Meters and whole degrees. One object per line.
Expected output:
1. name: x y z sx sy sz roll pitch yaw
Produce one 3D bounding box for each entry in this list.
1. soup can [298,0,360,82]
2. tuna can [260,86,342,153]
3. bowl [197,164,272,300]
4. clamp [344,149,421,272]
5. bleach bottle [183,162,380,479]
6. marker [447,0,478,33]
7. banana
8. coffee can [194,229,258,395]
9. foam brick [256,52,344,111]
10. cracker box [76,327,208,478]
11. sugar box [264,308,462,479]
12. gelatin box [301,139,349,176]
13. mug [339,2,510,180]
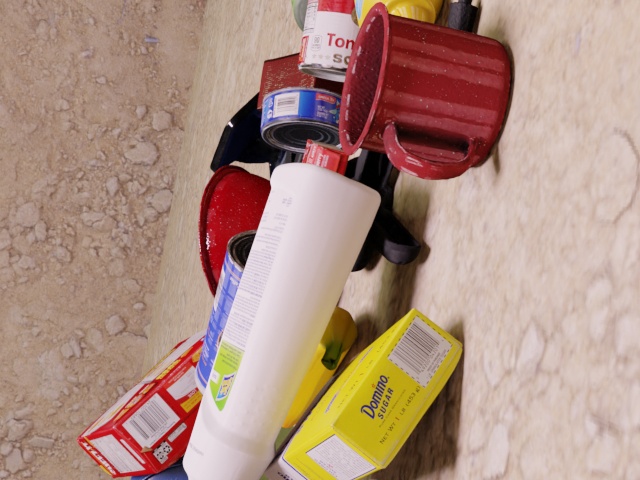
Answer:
1. soup can: 0.020 -0.197 0.950 0.068 0.068 0.102 -165 85 -77
2. tuna can: -0.012 -0.109 0.986 0.086 0.086 0.034 136 141 -69
3. bowl: -0.057 0.001 1.061 0.162 0.055 0.162 25 -118 -61
4. clamp: 0.038 -0.042 0.825 0.210 0.036 0.164 137 141 -70
5. bleach bottle: -0.039 0.073 0.738 0.251 0.068 0.103 -69 16 -4
6. marker: 0.085 -0.101 0.706 0.020 0.020 0.121 -154 74 -77
7. banana: -0.004 0.097 0.864 0.069 0.037 0.198 -54 -6 -26
8. coffee can: -0.050 0.076 0.970 0.103 0.102 0.140 -103 27 -61
9. foam brick: -0.014 -0.147 1.025 0.078 0.052 0.051 -5 72 44
10. cracker box: -0.158 0.171 1.122 0.164 0.072 0.214 -43 5 -25
11. sugar box: 0.021 0.112 0.683 0.093 0.048 0.176 -51 2 -27
12. gelatin box: -0.004 -0.041 0.861 0.089 0.030 0.073 -121 46 -80
13. mug: 0.063 -0.081 0.641 0.117 0.081 0.093 -92 17 -44
